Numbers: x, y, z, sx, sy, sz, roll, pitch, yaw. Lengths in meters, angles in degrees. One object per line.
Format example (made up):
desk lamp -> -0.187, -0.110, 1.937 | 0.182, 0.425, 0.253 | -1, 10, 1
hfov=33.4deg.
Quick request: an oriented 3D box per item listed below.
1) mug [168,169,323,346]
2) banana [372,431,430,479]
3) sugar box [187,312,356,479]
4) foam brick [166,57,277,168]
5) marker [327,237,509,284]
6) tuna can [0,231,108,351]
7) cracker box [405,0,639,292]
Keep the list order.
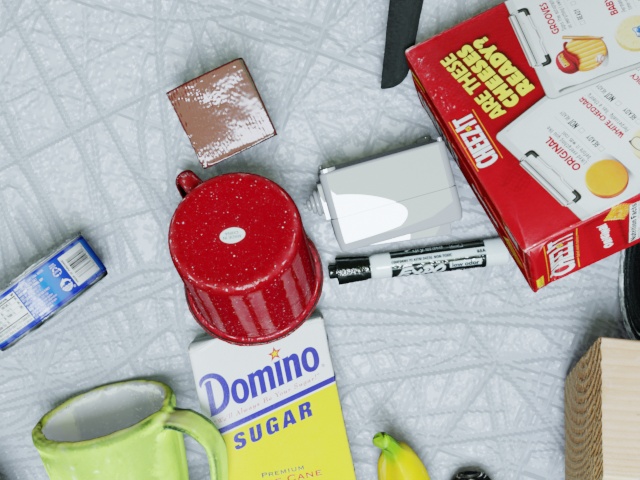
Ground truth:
mug -> -0.054, 0.001, 0.670 | 0.093, 0.081, 0.117 | -33, 67, -9
banana -> 0.056, 0.218, 0.713 | 0.037, 0.069, 0.198 | -5, 92, 36
sugar box -> -0.025, 0.143, 0.709 | 0.093, 0.048, 0.176 | -13, 92, 0
foam brick -> -0.061, -0.080, 0.675 | 0.051, 0.078, 0.053 | -25, 96, 0
marker -> 0.065, 0.014, 0.717 | 0.121, 0.020, 0.020 | -7, 96, 0
tuna can -> -0.179, 0.033, 0.681 | 0.086, 0.086, 0.034 | -36, 97, 3
cracker box -> 0.184, -0.089, 0.646 | 0.214, 0.072, 0.164 | -27, 59, 2
